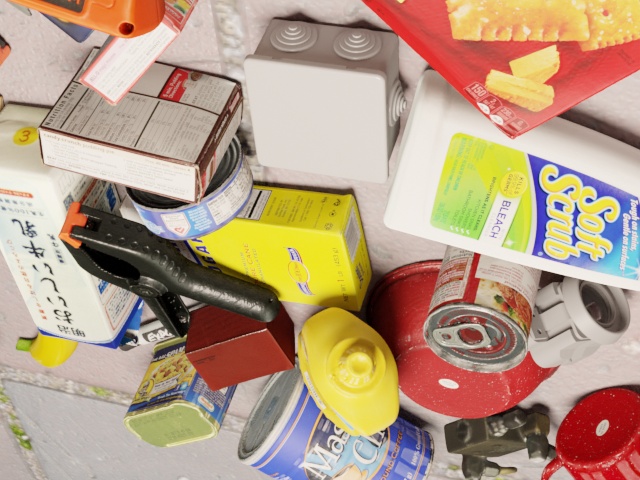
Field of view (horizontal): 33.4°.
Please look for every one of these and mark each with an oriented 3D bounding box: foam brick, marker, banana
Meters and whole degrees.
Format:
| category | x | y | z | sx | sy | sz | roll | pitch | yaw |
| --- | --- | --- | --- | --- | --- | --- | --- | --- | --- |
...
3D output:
| category | x | y | z | sx | sy | sz | roll | pitch | yaw |
| --- | --- | --- | --- | --- | --- | --- | --- | --- | --- |
| foam brick | -0.066 | 0.081 | 0.882 | 0.078 | 0.051 | 0.053 | -17 | 129 | 16 |
| marker | -0.141 | 0.079 | 0.952 | 0.121 | 0.020 | 0.020 | -20 | 125 | 39 |
| banana | -0.252 | 0.066 | 0.973 | 0.069 | 0.037 | 0.198 | 20 | 140 | 1 |

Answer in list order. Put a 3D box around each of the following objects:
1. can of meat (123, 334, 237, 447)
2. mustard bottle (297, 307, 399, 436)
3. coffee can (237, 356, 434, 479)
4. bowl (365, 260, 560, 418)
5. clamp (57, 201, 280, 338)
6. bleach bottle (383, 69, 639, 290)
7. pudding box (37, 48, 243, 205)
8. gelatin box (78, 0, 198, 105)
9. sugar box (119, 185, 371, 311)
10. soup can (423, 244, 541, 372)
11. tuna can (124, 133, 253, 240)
| category | x | y | z | sx | sy | sz | roll | pitch | yaw |
| --- | --- | --- | --- | --- | --- | --- | --- | --- | --- |
| can of meat | -0.120 | 0.133 | 0.953 | 0.102 | 0.084 | 0.057 | -21 | 125 | 39 |
| mustard bottle | 0.021 | 0.097 | 0.791 | 0.096 | 0.058 | 0.191 | 63 | 174 | 8 |
| coffee can | 0.013 | 0.179 | 0.931 | 0.140 | 0.102 | 0.103 | 31 | 139 | -12 |
| bowl | 0.106 | 0.089 | 0.827 | 0.162 | 0.055 | 0.162 | 13 | 140 | 11 |
| clamp | -0.127 | 0.028 | 0.801 | 0.171 | 0.039 | 0.120 | 33 | 141 | -27 |
| bleach bottle | 0.171 | -0.025 | 0.660 | 0.251 | 0.068 | 0.103 | 14 | 118 | 0 |
| pudding box | -0.118 | -0.078 | 0.710 | 0.113 | 0.090 | 0.039 | 13 | 139 | 9 |
| gelatin box | -0.104 | -0.133 | 0.655 | 0.030 | 0.073 | 0.089 | 36 | 138 | -18 |
| sugar box | -0.055 | 0.001 | 0.806 | 0.176 | 0.048 | 0.093 | 4 | 140 | 17 |
| soup can | 0.113 | 0.028 | 0.717 | 0.068 | 0.102 | 0.068 | 12 | 140 | 11 |
| tuna can | -0.091 | -0.041 | 0.743 | 0.086 | 0.086 | 0.033 | 2 | 139 | 22 |
